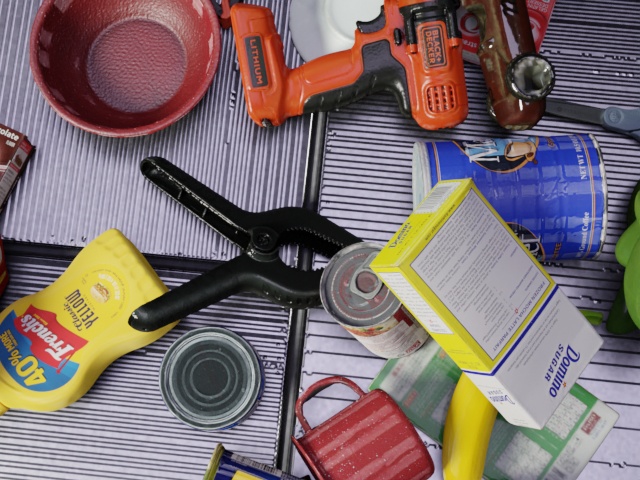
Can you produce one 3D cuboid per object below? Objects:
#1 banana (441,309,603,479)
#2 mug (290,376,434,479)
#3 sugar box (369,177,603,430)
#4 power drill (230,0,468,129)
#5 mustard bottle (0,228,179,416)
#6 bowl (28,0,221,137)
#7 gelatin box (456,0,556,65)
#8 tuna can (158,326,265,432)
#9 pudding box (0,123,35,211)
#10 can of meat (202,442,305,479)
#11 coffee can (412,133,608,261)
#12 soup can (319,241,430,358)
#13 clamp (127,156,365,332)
[{"bbox_3d":[0.145,0.116,0.848,0.069,0.037,0.197,37,83,7],"label":"banana"},{"bbox_3d":[0.028,0.160,0.835,0.081,0.093,0.117,-33,79,-9],"label":"mug"},{"bbox_3d":[0.126,0.048,0.790,0.093,0.048,0.176,-48,111,-21],"label":"sugar box"},{"bbox_3d":[0.024,-0.174,0.887,0.188,0.057,0.184,-8,93,8],"label":"power drill"},{"bbox_3d":[-0.214,0.082,0.870,0.191,0.058,0.096,-38,73,-4],"label":"mustard bottle"},{"bbox_3d":[-0.162,-0.159,0.913,0.162,0.055,0.162,0,80,2],"label":"bowl"},{"bbox_3d":[0.151,-0.188,0.922,0.089,0.030,0.073,19,82,6],"label":"gelatin box"},{"bbox_3d":[-0.089,0.113,0.873,0.086,0.034,0.086,0,80,1],"label":"tuna can"},{"bbox_3d":[-0.314,-0.068,0.909,0.113,0.039,0.090,24,81,5],"label":"pudding box"},{"bbox_3d":[-0.055,0.213,0.789,0.084,0.057,0.102,20,83,2],"label":"can of meat"},{"bbox_3d":[0.148,-0.032,0.858,0.140,0.103,0.103,-3,80,1],"label":"coffee can"},{"bbox_3d":[0.047,0.049,0.838,0.069,0.102,0.068,-7,69,17],"label":"soup can"},{"bbox_3d":[-0.056,0.001,0.872,0.209,0.036,0.164,1,56,-17],"label":"clamp"}]
